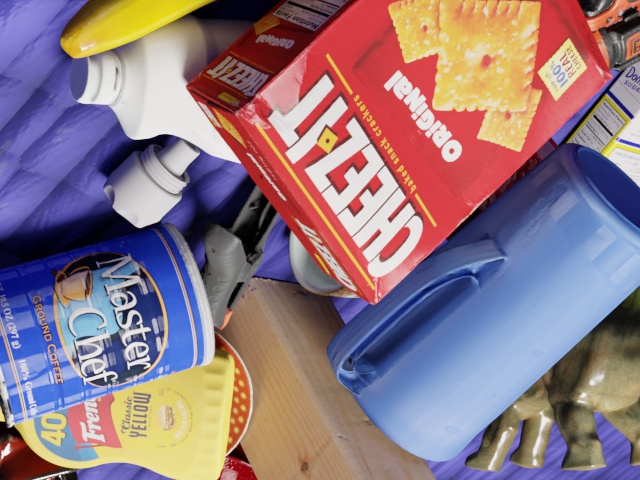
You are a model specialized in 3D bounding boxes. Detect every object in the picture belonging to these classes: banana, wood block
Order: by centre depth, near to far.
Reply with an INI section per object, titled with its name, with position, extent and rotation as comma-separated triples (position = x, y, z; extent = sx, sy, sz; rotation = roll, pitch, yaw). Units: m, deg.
[banana]
position = -0.048, -0.149, 0.575
extent = 0.197, 0.070, 0.037
rotation = -21, 113, -2
[wood block]
position = -0.007, 0.138, 0.841
extent = 0.090, 0.206, 0.091
rotation = 10, 129, -45

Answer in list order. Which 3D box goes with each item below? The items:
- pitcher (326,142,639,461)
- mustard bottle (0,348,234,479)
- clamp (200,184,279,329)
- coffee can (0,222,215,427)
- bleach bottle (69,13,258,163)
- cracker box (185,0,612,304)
[pitcher]
position = 0.127, 0.043, 0.782
extent = 0.243, 0.145, 0.149
rotation = -47, -176, 28
[mustard bottle]
position = -0.163, 0.120, 0.787
extent = 0.191, 0.096, 0.058
rotation = 6, -176, 1
[clamp]
position = -0.055, 0.001, 0.764
extent = 0.120, 0.039, 0.172
rotation = -47, 172, -32
[coffee can]
position = -0.154, 0.055, 0.717
extent = 0.140, 0.103, 0.103
rotation = -16, 143, -20
[bleach bottle]
position = -0.033, -0.084, 0.664
extent = 0.250, 0.068, 0.103
rotation = 0, 121, -35
[cracker box]
position = 0.055, -0.093, 0.628
extent = 0.213, 0.072, 0.164
rotation = -43, 126, -10
